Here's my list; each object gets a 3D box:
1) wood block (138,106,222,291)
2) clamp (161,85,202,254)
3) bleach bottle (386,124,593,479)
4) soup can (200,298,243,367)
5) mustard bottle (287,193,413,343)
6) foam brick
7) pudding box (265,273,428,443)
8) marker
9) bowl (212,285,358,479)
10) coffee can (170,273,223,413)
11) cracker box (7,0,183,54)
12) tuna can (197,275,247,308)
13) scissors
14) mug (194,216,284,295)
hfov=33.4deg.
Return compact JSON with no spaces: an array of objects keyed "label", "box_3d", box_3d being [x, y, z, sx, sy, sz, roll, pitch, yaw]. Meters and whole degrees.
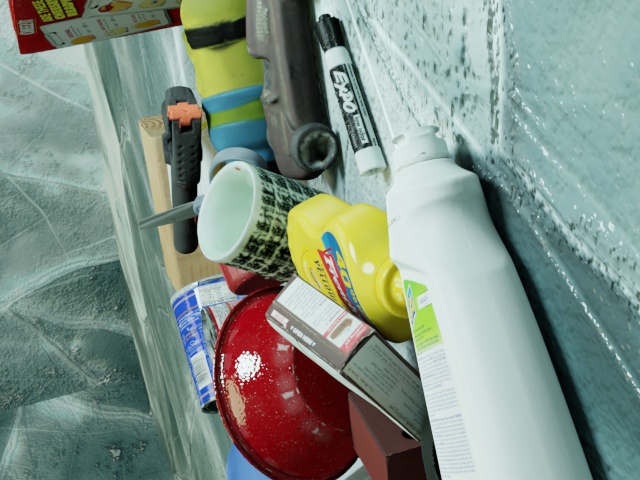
[{"label":"wood block","box_3d":[-0.155,-0.049,1.303,0.090,0.090,0.206,-133,33,-62]},{"label":"clamp","box_3d":[-0.129,-0.076,1.004,0.210,0.036,0.164,146,118,-78]},{"label":"bleach bottle","box_3d":[0.084,0.058,0.568,0.103,0.068,0.251,132,125,-72]},{"label":"soup can","box_3d":[-0.060,0.087,1.047,0.069,0.102,0.068,166,90,-76]},{"label":"mustard bottle","box_3d":[0.035,0.021,0.719,0.096,0.058,0.192,66,167,-12]},{"label":"foam brick","box_3d":[0.057,0.143,0.758,0.078,0.053,0.051,-128,28,-57]},{"label":"pudding box","box_3d":[0.026,0.079,0.711,0.090,0.039,0.113,31,171,47]},{"label":"marker","box_3d":[0.019,-0.103,0.746,0.020,0.020,0.121,123,131,-70]},{"label":"bowl","box_3d":[-0.003,0.106,0.820,0.055,0.161,0.162,-25,77,46]},{"label":"coffee can","box_3d":[-0.111,0.122,1.270,0.103,0.102,0.140,111,143,-65]},{"label":"cracker box","box_3d":[-0.178,-0.244,0.973,0.164,0.213,0.072,148,108,-75]},{"label":"tuna can","box_3d":[-0.091,0.052,1.166,0.086,0.086,0.034,164,95,-76]},{"label":"scissors","box_3d":[-0.104,-0.043,0.931,0.096,0.202,0.016,54,-136,-45]},{"label":"mug","box_3d":[-0.057,0.001,1.013,0.081,0.093,0.117,67,-165,15]}]
